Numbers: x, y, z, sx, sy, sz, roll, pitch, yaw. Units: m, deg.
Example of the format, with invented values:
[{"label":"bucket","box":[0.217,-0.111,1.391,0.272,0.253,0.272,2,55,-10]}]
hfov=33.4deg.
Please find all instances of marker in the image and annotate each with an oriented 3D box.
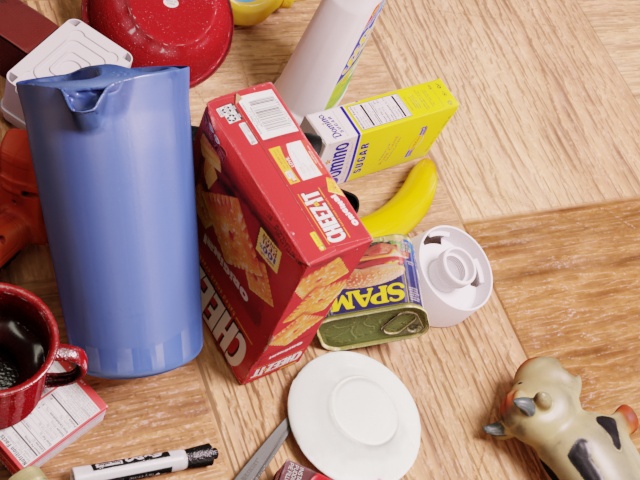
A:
[{"label":"marker","box":[-0.140,0.182,0.860,0.120,0.020,0.020,-5,60,-26]}]

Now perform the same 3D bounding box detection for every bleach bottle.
[{"label":"bleach bottle","box":[0.024,-0.220,1.055,0.068,0.251,0.102,34,51,2]}]

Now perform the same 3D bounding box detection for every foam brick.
[{"label":"foam brick","box":[-0.302,-0.198,1.033,0.078,0.051,0.053,34,50,2]}]

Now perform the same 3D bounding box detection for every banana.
[{"label":"banana","box":[0.063,-0.029,1.077,0.197,0.037,0.070,-26,71,-34]}]

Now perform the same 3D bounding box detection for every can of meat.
[{"label":"can of meat","box":[0.044,0.047,0.987,0.102,0.057,0.084,-11,54,7]}]

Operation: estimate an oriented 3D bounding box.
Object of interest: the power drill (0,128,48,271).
[{"label":"power drill","box":[-0.278,-0.011,0.843,0.057,0.185,0.187,23,43,12]}]

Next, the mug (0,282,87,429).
[{"label":"mug","box":[-0.235,0.092,0.802,0.117,0.082,0.093,3,57,-17]}]

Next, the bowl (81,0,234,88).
[{"label":"bowl","box":[-0.156,-0.234,1.075,0.161,0.055,0.162,3,83,-22]}]

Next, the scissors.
[{"label":"scissors","box":[-0.093,0.207,0.865,0.096,0.016,0.201,25,51,-4]}]

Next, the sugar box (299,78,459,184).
[{"label":"sugar box","box":[0.050,-0.105,1.089,0.175,0.093,0.048,-23,68,-32]}]

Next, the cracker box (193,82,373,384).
[{"label":"cracker box","box":[-0.056,0.001,0.895,0.072,0.214,0.164,-20,67,-30]}]

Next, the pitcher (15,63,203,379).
[{"label":"pitcher","box":[-0.158,-0.021,0.864,0.148,0.145,0.243,-17,109,-43]}]

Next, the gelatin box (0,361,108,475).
[{"label":"gelatin box","box":[-0.227,0.136,0.848,0.073,0.030,0.089,45,55,11]}]
